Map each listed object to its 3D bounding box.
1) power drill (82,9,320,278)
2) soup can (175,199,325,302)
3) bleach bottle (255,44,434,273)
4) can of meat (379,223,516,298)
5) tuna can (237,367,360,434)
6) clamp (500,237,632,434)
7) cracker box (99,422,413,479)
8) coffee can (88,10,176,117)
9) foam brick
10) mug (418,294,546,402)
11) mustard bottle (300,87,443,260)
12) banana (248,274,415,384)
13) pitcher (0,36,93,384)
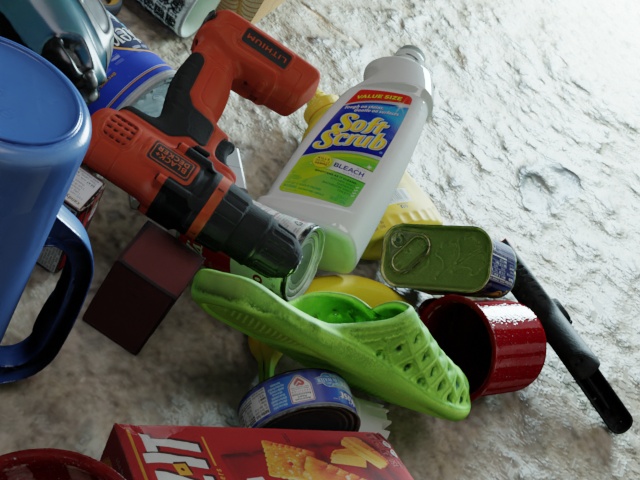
[{"bbox_3d":[-0.068,-0.078,0.811,0.184,0.057,0.187,34,49,-8],"label":"power drill"},{"bbox_3d":[-0.056,0.001,0.854,0.102,0.068,0.068,22,36,19],"label":"soup can"},{"bbox_3d":[0.033,-0.089,0.963,0.103,0.068,0.250,17,55,15],"label":"bleach bottle"},{"bbox_3d":[0.116,0.021,0.952,0.083,0.102,0.057,18,76,-61],"label":"can of meat"},{"bbox_3d":[-0.016,0.129,0.774,0.086,0.086,0.034,9,46,-31],"label":"tuna can"},{"bbox_3d":[0.213,0.075,0.991,0.210,0.036,0.164,59,6,30],"label":"clamp"},{"bbox_3d":[-0.022,0.192,0.680,0.213,0.072,0.164,8,26,-31],"label":"cracker box"},{"bbox_3d":[-0.199,-0.144,0.885,0.140,0.103,0.102,42,39,5],"label":"coffee can"},{"bbox_3d":[-0.131,0.036,0.785,0.051,0.078,0.053,35,42,-5],"label":"foam brick"},{"bbox_3d":[0.134,0.087,0.933,0.081,0.093,0.117,2,28,-42],"label":"mug"},{"bbox_3d":[0.034,-0.073,1.026,0.096,0.058,0.192,-12,59,-32],"label":"mustard bottle"},{"bbox_3d":[0.004,0.063,0.895,0.197,0.037,0.069,-21,94,-43],"label":"banana"},{"bbox_3d":[-0.216,0.004,0.621,0.145,0.243,0.149,39,32,4],"label":"pitcher"}]
